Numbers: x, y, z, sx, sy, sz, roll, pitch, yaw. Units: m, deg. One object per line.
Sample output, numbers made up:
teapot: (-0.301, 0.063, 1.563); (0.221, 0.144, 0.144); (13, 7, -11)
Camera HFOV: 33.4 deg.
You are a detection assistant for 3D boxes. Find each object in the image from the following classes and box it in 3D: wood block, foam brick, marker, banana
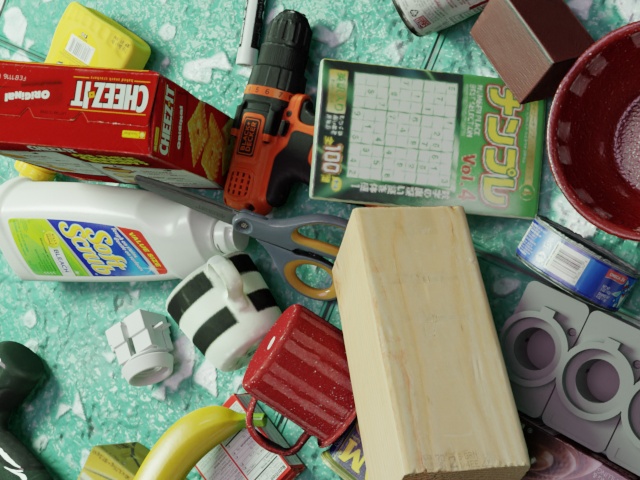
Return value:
wood block: (0.074, 0.085, 0.770); (0.090, 0.091, 0.206); (-2, 57, -12)
foam brick: (0.162, -0.151, 0.810); (0.078, 0.052, 0.051); (60, 147, 22)
marker: (-0.059, -0.218, 0.970); (0.020, 0.020, 0.121); (8, 88, 30)
banana: (-0.125, 0.209, 0.876); (0.070, 0.037, 0.197); (25, 73, 30)

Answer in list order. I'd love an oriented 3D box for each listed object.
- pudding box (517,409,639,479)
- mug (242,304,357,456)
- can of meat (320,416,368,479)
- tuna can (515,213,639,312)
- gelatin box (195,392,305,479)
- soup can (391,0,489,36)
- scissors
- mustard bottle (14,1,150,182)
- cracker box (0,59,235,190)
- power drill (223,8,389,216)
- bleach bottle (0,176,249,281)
pudding box: (0.165, 0.186, 0.786); (0.114, 0.039, 0.090); (29, 99, 29)
mug: (-0.015, 0.114, 0.845); (0.081, 0.093, 0.117); (34, 86, -8)
can of meat: (0.065, 0.163, 0.836); (0.102, 0.057, 0.084); (35, 99, 27)
tuna can: (0.185, 0.016, 0.769); (0.086, 0.086, 0.034); (35, 102, 28)
gelatin box: (-0.066, 0.188, 0.921); (0.073, 0.030, 0.089); (-49, 64, 14)
soup can: (0.111, -0.212, 0.847); (0.102, 0.068, 0.068); (-21, 74, 26)
scissors: (-0.056, 0.001, 0.885); (0.202, 0.016, 0.096); (10, 129, 5)
mustard bottle: (-0.247, -0.128, 1.043); (0.096, 0.058, 0.192); (35, 101, 22)
cracker box: (-0.173, -0.092, 0.889); (0.164, 0.213, 0.072); (5, 86, 13)
power drill: (0.013, -0.097, 0.897); (0.188, 0.057, 0.184); (14, 91, 32)
bleach bottle: (-0.182, -0.011, 0.976); (0.251, 0.068, 0.102); (-1, 123, 28)
